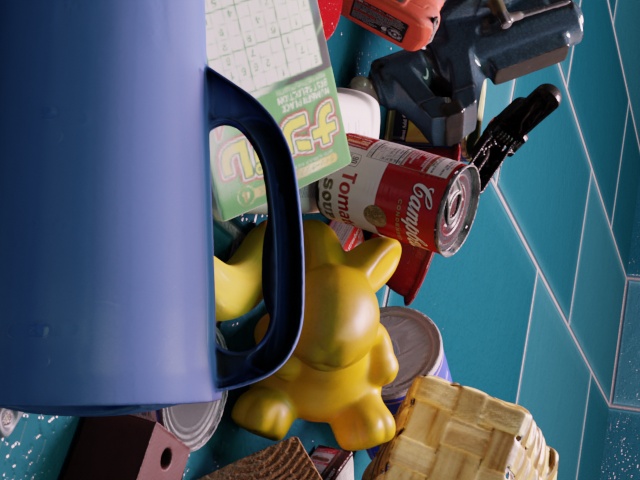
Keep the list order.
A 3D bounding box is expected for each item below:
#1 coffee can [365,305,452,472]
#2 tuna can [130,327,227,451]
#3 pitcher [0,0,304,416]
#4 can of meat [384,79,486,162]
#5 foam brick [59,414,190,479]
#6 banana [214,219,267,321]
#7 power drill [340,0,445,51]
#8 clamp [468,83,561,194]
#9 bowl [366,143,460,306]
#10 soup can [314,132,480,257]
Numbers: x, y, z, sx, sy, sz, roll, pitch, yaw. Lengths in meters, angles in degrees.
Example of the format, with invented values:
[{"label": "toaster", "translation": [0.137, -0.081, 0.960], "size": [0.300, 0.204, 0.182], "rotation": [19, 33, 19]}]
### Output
[{"label": "coffee can", "translation": [0.076, 0.145, 1.010], "size": [0.140, 0.103, 0.102], "rotation": [70, 34, -44]}, {"label": "tuna can", "translation": [-0.095, 0.094, 0.700], "size": [0.086, 0.034, 0.086], "rotation": [5, 90, -66]}, {"label": "pitcher", "translation": [-0.102, -0.038, 0.514], "size": [0.149, 0.145, 0.243], "rotation": [7, 81, -46]}, {"label": "can of meat", "translation": [0.117, -0.130, 1.073], "size": [0.057, 0.084, 0.102], "rotation": [22, 74, -65]}, {"label": "foam brick", "translation": [-0.119, 0.146, 0.632], "size": [0.053, 0.051, 0.078], "rotation": [57, 44, -55]}, {"label": "banana", "translation": [-0.058, 0.019, 0.733], "size": [0.197, 0.037, 0.069], "rotation": [0, 98, -77]}, {"label": "power drill", "translation": [0.072, -0.268, 0.895], "size": [0.187, 0.184, 0.057], "rotation": [-59, 175, -14]}, {"label": "clamp", "translation": [0.166, -0.090, 0.994], "size": [0.120, 0.039, 0.171], "rotation": [-44, 179, 3]}, {"label": "bowl", "translation": [0.081, -0.023, 1.005], "size": [0.162, 0.055, 0.162], "rotation": [-173, -80, -90]}, {"label": "soup can", "translation": [0.056, -0.035, 0.775], "size": [0.068, 0.102, 0.068], "rotation": [-41, 141, -46]}]
